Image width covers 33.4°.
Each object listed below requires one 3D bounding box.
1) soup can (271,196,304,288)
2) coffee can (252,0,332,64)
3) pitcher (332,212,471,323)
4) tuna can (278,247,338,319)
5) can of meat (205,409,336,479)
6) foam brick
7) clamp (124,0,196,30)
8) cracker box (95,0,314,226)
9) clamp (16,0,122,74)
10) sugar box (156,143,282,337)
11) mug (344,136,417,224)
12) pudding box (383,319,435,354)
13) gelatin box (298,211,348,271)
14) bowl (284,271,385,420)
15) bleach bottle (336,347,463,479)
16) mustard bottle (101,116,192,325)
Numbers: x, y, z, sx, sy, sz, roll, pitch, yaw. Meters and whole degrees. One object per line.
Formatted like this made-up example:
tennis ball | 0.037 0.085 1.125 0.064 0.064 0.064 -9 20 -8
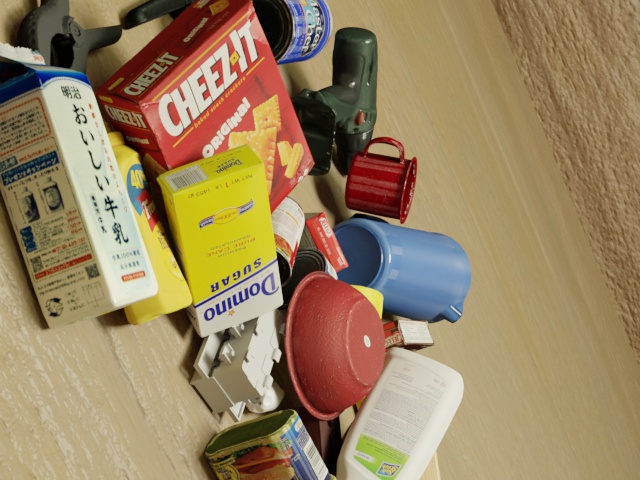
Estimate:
soup can | -0.058 0.001 1.200 0.068 0.069 0.102 57 26 -28
coffee can | -0.055 -0.277 1.373 0.103 0.103 0.140 69 24 -5
pitcher | 0.093 0.032 1.449 0.242 0.149 0.145 15 80 -58
tuna can | -0.023 0.051 1.215 0.033 0.086 0.086 53 29 -38
can of meat | -0.049 0.216 1.016 0.084 0.102 0.057 63 25 -11
foam brick | -0.009 0.223 1.157 0.053 0.051 0.078 37 40 -52
clamp | -0.161 -0.272 1.222 0.164 0.036 0.210 39 43 -51
cracker box | -0.102 -0.106 1.043 0.164 0.072 0.213 -49 139 -27
clamp | -0.243 -0.201 0.987 0.120 0.039 0.171 56 28 -28
sugar box | -0.091 0.004 1.012 0.048 0.093 0.176 50 -25 49
mug | 0.082 -0.085 1.437 0.093 0.081 0.117 -60 158 -55
pudding box | 0.086 0.132 1.385 0.113 0.090 0.039 7 65 -64
gelatin box | -0.008 0.003 1.290 0.030 0.089 0.073 -28 101 -21
bowl | 0.026 0.111 1.142 0.161 0.055 0.162 21 66 -58
bleach bottle | 0.062 0.224 1.133 0.250 0.103 0.068 -50 151 -43
mustard bottle | -0.176 -0.022 0.970 0.096 0.058 0.191 -13 83 -84
